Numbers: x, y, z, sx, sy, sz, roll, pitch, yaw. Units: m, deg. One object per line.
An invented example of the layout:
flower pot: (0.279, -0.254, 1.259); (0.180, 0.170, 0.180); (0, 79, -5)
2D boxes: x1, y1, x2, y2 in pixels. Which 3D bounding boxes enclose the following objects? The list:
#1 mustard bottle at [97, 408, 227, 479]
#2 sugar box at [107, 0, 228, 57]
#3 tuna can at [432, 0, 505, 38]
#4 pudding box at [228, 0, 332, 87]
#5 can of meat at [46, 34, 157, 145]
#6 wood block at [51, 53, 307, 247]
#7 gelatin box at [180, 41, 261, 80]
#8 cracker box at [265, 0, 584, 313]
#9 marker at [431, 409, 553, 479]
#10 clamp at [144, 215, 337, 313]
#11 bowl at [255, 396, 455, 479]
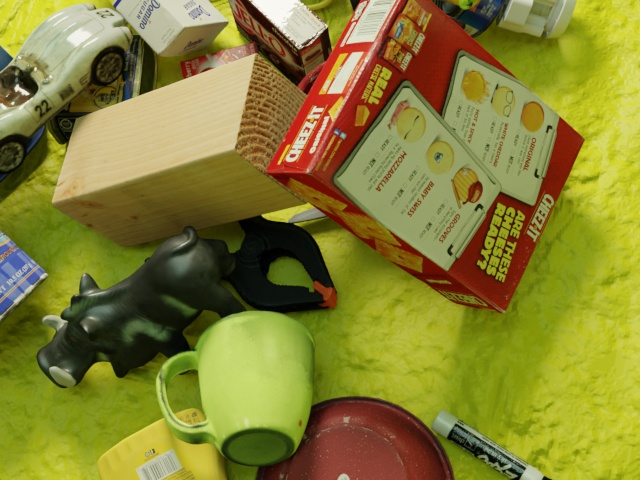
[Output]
mustard bottle: (-0.093, 0.233, 0.819); (0.096, 0.058, 0.192); (-28, 67, -3)
sugar box: (-0.172, -0.245, 0.973); (0.048, 0.093, 0.176); (-42, 86, 25)
tuna can: (0.135, -0.224, 0.948); (0.033, 0.086, 0.086); (21, 70, -20)
pudding box: (-0.037, -0.191, 0.959); (0.039, 0.090, 0.113); (-43, 69, -10)
can of meat: (-0.199, -0.141, 0.982); (0.084, 0.057, 0.102); (0, 68, 7)
wood block: (-0.109, -0.066, 0.869); (0.207, 0.090, 0.091); (-13, 57, 36)
gelatin box: (-0.083, -0.131, 0.975); (0.073, 0.030, 0.089); (-15, 67, 3)
cracker box: (0.086, -0.066, 0.822); (0.072, 0.213, 0.164); (8, 68, 58)
marker: (0.142, 0.171, 0.829); (0.121, 0.020, 0.020); (31, 76, 18)
clamp: (-0.056, 0.001, 0.914); (0.171, 0.039, 0.120); (20, 83, 16)
bowl: (0.023, 0.192, 0.819); (0.162, 0.055, 0.162); (-3, 68, 8)
